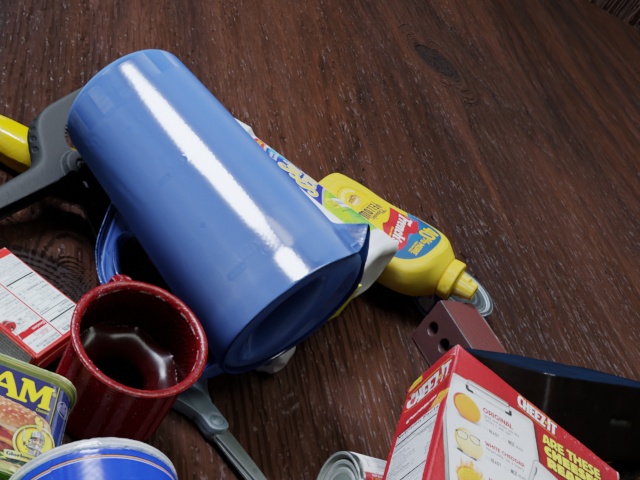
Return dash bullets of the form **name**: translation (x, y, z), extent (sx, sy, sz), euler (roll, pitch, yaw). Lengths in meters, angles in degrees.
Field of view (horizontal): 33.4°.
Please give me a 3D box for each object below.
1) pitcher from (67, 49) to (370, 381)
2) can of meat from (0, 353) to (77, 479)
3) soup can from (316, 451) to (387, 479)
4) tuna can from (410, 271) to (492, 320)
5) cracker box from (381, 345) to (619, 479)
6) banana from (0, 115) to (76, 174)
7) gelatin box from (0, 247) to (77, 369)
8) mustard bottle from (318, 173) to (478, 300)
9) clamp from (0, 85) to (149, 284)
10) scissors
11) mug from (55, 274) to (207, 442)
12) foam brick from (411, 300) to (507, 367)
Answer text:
- **pitcher**: translation (-0.094, -0.022, 0.811), extent (0.148, 0.145, 0.243), euler (-21, 64, -44)
- **can of meat**: translation (-0.206, 0.116, 0.641), extent (0.102, 0.058, 0.084), euler (25, 33, -18)
- **soup can**: translation (0.053, 0.197, 0.784), extent (0.102, 0.069, 0.068), euler (19, 32, -27)
- **tuna can**: translation (0.138, 0.061, 1.124), extent (0.086, 0.034, 0.086), euler (26, 29, -16)
- **cracker box**: translation (0.118, 0.197, 0.718), extent (0.164, 0.072, 0.213), euler (39, 32, -9)
- **banana**: translation (-0.222, -0.071, 0.931), extent (0.197, 0.037, 0.069), euler (25, 32, -19)
- **gelatin box**: translation (-0.217, 0.052, 0.755), extent (0.089, 0.030, 0.073), euler (38, 27, 5)
- **mustard bottle**: translation (0.072, 0.005, 1.075), extent (0.192, 0.058, 0.096), euler (31, 36, 14)
- **clamp**: translation (-0.209, -0.052, 0.868), extent (0.164, 0.036, 0.210), euler (18, 52, -27)
- **scissors**: translation (-0.097, 0.130, 0.780), extent (0.096, 0.016, 0.202), euler (6, 39, -40)
- **mug**: translation (-0.136, 0.078, 0.728), extent (0.093, 0.082, 0.117), euler (5, 49, -29)
- **foam brick**: translation (0.136, 0.103, 1.036), extent (0.051, 0.053, 0.078), euler (8, 38, -40)
